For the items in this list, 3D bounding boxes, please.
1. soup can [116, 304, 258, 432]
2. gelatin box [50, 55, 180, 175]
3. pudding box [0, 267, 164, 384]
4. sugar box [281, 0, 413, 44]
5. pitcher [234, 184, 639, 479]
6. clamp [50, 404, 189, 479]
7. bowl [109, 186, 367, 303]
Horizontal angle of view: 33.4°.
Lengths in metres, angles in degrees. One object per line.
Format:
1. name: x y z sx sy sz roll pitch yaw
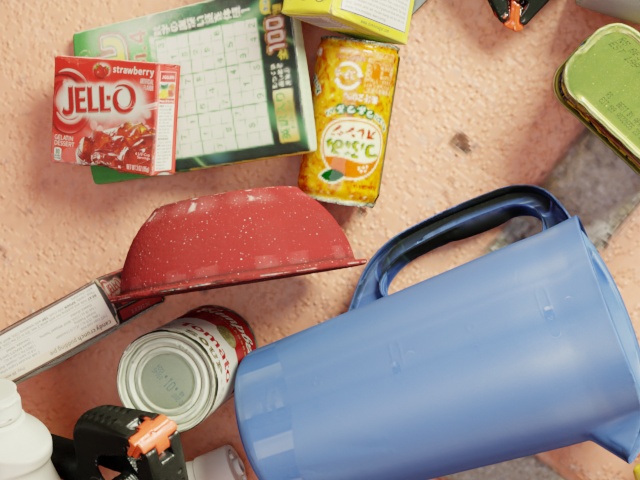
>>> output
1. soup can: -0.086 0.083 0.707 0.068 0.102 0.068 1 95 11
2. gelatin box: -0.138 -0.084 0.712 0.089 0.030 0.073 10 100 27
3. pudding box: -0.172 0.058 0.728 0.113 0.090 0.039 -30 89 13
4. sugar box: 0.031 -0.217 0.656 0.048 0.093 0.176 11 94 33
5. pitcher: 0.072 0.076 0.671 0.243 0.149 0.145 -20 108 15
6. clamp: -0.137 0.155 0.697 0.165 0.036 0.210 42 144 15
7. bowl: -0.054 0.001 0.665 0.162 0.162 0.055 -10 88 12
